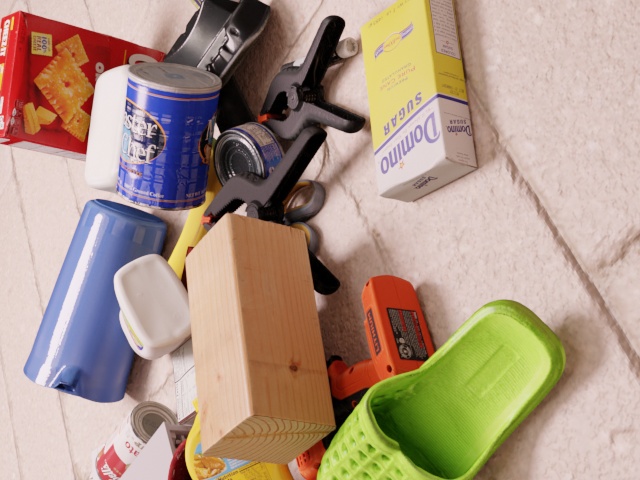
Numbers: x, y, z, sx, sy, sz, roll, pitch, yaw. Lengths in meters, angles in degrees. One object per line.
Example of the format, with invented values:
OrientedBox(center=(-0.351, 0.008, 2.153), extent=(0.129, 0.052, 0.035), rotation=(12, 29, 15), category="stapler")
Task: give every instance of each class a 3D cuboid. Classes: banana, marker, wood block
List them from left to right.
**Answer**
OrientedBox(center=(-0.145, -0.022, 1.276), extent=(0.070, 0.037, 0.198), rotation=(-128, 57, -69), category="banana")
OrientedBox(center=(-0.059, 0.089, 0.984), extent=(0.090, 0.090, 0.206), rotation=(-44, 44, 41), category="wood block")
OrientedBox(center=(-0.005, -0.192, 1.135), extent=(0.121, 0.020, 0.020), rotation=(-10, 73, 53), category="marker")

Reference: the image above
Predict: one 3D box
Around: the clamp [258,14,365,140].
OrientedBox(center=(-0.010, -0.142, 1.110), extent=(0.172, 0.039, 0.120), rotation=(-38, 58, 55), category="clamp")

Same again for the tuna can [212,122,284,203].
OrientedBox(center=(-0.079, -0.084, 1.168), extent=(0.086, 0.033, 0.086), rotation=(21, 122, 39), category="tuna can")

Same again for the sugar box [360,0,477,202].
OrientedBox(center=(0.086, -0.133, 0.973), extent=(0.094, 0.048, 0.176), rotation=(-28, 58, 47), category="sugar box")

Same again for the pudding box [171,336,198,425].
OrientedBox(center=(-0.123, 0.148, 1.197), extent=(0.114, 0.039, 0.090), rotation=(-41, 50, 44), category="pudding box")

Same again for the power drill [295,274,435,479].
OrientedBox(center=(0.021, 0.109, 0.993), extent=(0.188, 0.057, 0.184), rotation=(-45, 51, 42), category="power drill")

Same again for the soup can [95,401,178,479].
OrientedBox(center=(-0.217, 0.247, 1.274), extent=(0.102, 0.068, 0.068), rotation=(-51, 44, 33), category="soup can")

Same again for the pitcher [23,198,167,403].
OrientedBox(center=(-0.282, 0.074, 1.371), extent=(0.149, 0.144, 0.243), rotation=(23, 97, 42), category="pitcher")

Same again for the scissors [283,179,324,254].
OrientedBox(center=(-0.058, 0.001, 1.162), extent=(0.202, 0.016, 0.096), rotation=(-35, 54, 45), category="scissors")

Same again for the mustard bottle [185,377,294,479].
OrientedBox(center=(-0.076, 0.215, 1.021), extent=(0.058, 0.096, 0.191), rotation=(63, -178, -80), category="mustard bottle")

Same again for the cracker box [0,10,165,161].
OrientedBox(center=(-0.318, -0.191, 1.400), extent=(0.072, 0.213, 0.164), rotation=(0, 82, 52), category="cracker box")

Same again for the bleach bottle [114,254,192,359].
OrientedBox(center=(-0.193, 0.096, 1.224), extent=(0.102, 0.068, 0.251), rotation=(60, 163, 10), category="bleach bottle")

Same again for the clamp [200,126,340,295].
OrientedBox(center=(-0.054, -0.037, 1.105), extent=(0.210, 0.036, 0.164), rotation=(8, 100, 49), category="clamp")

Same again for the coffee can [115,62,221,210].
OrientedBox(center=(-0.169, -0.116, 1.183), extent=(0.103, 0.102, 0.140), rotation=(39, 125, 51), category="coffee can")
